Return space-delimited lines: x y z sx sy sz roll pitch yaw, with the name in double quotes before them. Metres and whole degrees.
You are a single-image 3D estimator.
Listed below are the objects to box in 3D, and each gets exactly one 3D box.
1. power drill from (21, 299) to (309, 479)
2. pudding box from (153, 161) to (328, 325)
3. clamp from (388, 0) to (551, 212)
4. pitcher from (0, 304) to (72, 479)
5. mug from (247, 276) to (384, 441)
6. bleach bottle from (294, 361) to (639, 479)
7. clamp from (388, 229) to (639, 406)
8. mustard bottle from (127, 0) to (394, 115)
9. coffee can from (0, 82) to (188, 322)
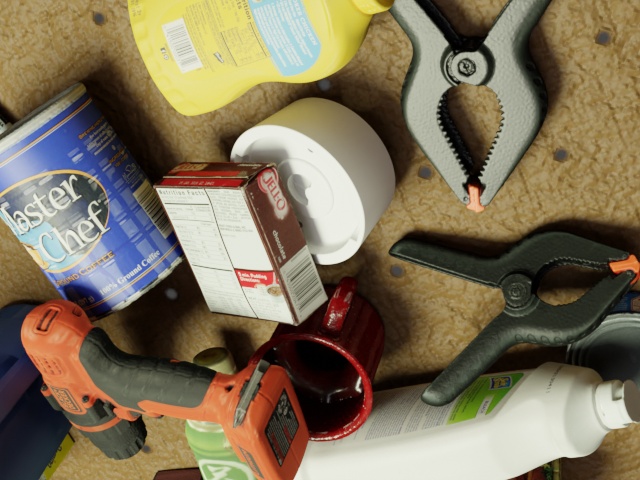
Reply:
"power drill" -0.106 0.122 0.755 0.188 0.057 0.184 11 147 20
"pudding box" -0.055 0.001 0.731 0.090 0.039 0.113 5 124 42
"clamp" 0.104 -0.120 0.671 0.165 0.036 0.210 -4 114 22
"pitcher" -0.258 0.145 0.801 0.149 0.242 0.145 -1 117 17
"mug" 0.004 0.077 0.781 0.093 0.081 0.117 18 121 6
"bleach bottle" 0.101 0.138 0.751 0.251 0.102 0.068 -18 112 37
"clamp" 0.129 0.030 0.733 0.171 0.039 0.120 -24 78 11
"mustard bottle" -0.027 -0.143 0.664 0.192 0.058 0.096 -10 109 34
"coffee can" -0.172 -0.027 0.764 0.103 0.102 0.140 -26 108 26
